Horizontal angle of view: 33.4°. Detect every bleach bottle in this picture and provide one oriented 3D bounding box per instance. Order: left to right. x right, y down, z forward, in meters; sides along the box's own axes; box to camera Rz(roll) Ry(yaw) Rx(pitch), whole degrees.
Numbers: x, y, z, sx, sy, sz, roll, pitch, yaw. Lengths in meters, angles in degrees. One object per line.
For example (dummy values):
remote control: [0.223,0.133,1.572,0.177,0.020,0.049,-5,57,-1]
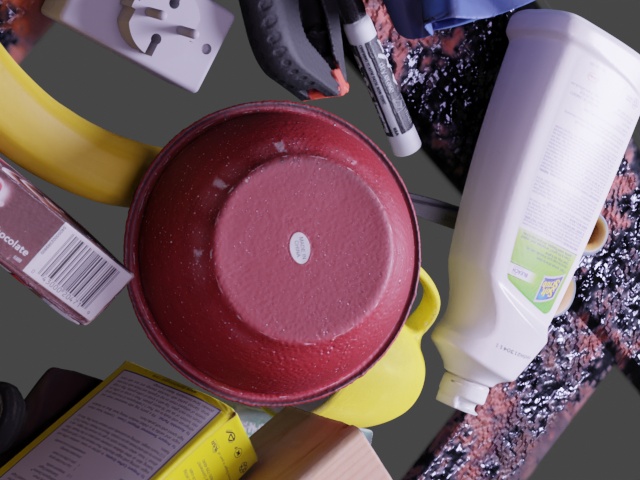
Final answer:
bleach bottle: [0.126,-0.012,0.683,0.102,0.068,0.251,22,89,-31]

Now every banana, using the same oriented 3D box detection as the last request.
banana: [-0.130,-0.062,0.548,0.197,0.037,0.069,42,74,-34]

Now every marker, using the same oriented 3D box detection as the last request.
marker: [0.032,-0.105,0.642,0.020,0.020,0.121,-35,120,-16]

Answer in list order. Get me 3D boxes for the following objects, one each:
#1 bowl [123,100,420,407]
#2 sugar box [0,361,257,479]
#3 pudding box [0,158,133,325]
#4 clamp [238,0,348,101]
bowl: [-0.015,0.005,0.536,0.162,0.055,0.162,1,87,-17]
sugar box: [-0.123,0.138,0.520,0.176,0.093,0.048,-43,129,-31]
pudding box: [-0.154,-0.015,0.521,0.039,0.090,0.113,-48,123,-7]
clamp: [-0.030,-0.141,0.558,0.120,0.039,0.171,-51,129,-44]
